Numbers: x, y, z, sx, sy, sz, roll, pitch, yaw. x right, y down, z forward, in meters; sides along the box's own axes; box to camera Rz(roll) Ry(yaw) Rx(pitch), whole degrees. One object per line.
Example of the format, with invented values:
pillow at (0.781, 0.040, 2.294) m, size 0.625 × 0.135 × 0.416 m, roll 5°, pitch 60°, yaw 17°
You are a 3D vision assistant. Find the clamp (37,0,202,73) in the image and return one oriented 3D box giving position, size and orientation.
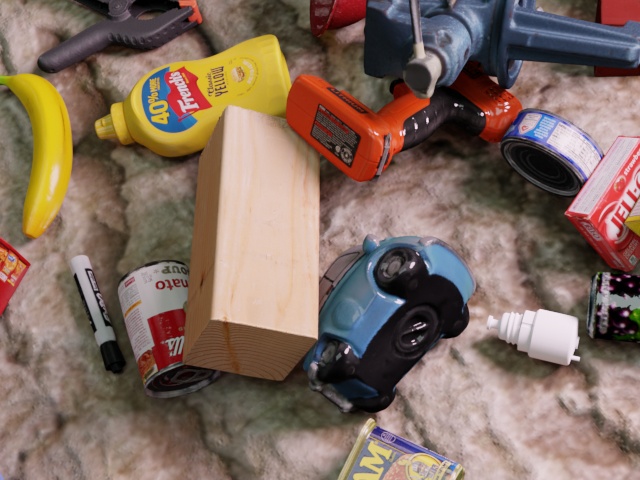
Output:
clamp at (-0.210, -0.238, 1.101) m, size 0.171 × 0.039 × 0.120 m, roll -10°, pitch 69°, yaw 1°

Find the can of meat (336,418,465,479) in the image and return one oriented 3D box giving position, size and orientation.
can of meat at (0.056, 0.205, 0.836) m, size 0.084 × 0.057 × 0.102 m, roll 23°, pitch 73°, yaw 17°

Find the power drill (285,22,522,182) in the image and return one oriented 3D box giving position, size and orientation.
power drill at (0.061, -0.133, 0.942) m, size 0.187 × 0.057 × 0.185 m, roll -27°, pitch 55°, yaw -37°

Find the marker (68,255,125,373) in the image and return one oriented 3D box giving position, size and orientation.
marker at (-0.203, 0.067, 0.973) m, size 0.020 × 0.020 × 0.121 m, roll -25°, pitch 64°, yaw 0°

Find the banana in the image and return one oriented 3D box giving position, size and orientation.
banana at (-0.276, -0.096, 1.055) m, size 0.070 × 0.037 × 0.198 m, roll -28°, pitch 61°, yaw 18°

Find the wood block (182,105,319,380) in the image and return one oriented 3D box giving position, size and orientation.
wood block at (-0.057, 0.001, 0.902) m, size 0.090 × 0.091 × 0.206 m, roll 12°, pitch 57°, yaw -18°

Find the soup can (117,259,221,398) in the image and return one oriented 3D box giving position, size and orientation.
soup can at (-0.132, 0.076, 0.926) m, size 0.068 × 0.068 × 0.102 m, roll -22°, pitch 64°, yaw 2°

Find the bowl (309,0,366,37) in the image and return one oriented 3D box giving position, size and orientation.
bowl at (0.034, -0.270, 1.014) m, size 0.055 × 0.162 × 0.162 m, roll 8°, pitch 66°, yaw -12°

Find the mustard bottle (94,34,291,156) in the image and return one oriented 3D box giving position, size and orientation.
mustard bottle at (-0.123, -0.130, 1.023) m, size 0.191 × 0.058 × 0.096 m, roll -15°, pitch 63°, yaw 6°

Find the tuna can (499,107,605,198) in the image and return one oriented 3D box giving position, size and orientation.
tuna can at (0.197, -0.074, 0.914) m, size 0.086 × 0.086 × 0.033 m, roll 30°, pitch 77°, yaw 22°
